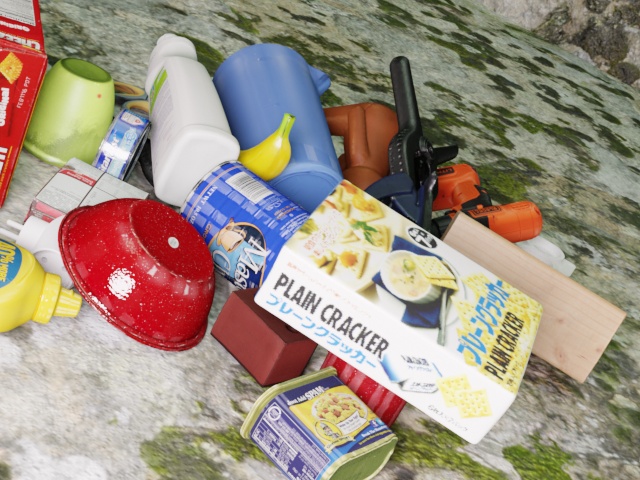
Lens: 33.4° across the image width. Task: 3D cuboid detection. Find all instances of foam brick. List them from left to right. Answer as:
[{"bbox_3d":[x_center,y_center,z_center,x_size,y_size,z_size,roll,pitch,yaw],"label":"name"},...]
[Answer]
[{"bbox_3d":[-0.048,0.084,0.947,0.078,0.051,0.052,41,28,29],"label":"foam brick"}]

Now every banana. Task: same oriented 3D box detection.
[{"bbox_3d":[-0.086,-0.092,1.129,0.037,0.069,0.198,17,-10,-38],"label":"banana"}]

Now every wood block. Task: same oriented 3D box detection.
[{"bbox_3d":[0.217,0.058,1.172,0.206,0.090,0.090,31,5,4],"label":"wood block"}]

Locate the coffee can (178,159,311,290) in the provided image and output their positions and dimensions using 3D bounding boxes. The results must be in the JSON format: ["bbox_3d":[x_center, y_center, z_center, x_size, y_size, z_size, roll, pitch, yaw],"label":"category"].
[{"bbox_3d":[-0.057,0.001,1.039,0.140,0.103,0.102,36,26,20],"label":"coffee can"}]

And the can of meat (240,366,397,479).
[{"bbox_3d":[0.002,0.155,0.851,0.084,0.057,0.101,42,29,26],"label":"can of meat"}]

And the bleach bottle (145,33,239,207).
[{"bbox_3d":[-0.148,-0.150,1.149,0.068,0.103,0.251,16,37,-27],"label":"bleach bottle"}]

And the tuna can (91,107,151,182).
[{"bbox_3d":[-0.206,-0.091,1.096,0.033,0.086,0.086,25,25,-6],"label":"tuna can"}]

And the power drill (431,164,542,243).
[{"bbox_3d":[0.157,-0.032,1.316,0.184,0.057,0.188,-10,24,-9],"label":"power drill"}]

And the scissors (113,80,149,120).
[{"bbox_3d":[-0.192,-0.170,1.348,0.201,0.016,0.096,3,35,-42],"label":"scissors"}]

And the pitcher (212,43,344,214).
[{"bbox_3d":[-0.058,-0.110,1.236,0.144,0.149,0.243,23,30,-30],"label":"pitcher"}]

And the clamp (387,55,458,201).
[{"bbox_3d":[0.123,-0.103,1.299,0.164,0.036,0.210,48,36,-37],"label":"clamp"}]

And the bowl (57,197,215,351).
[{"bbox_3d":[-0.145,0.016,0.925,0.162,0.055,0.162,38,25,-22],"label":"bowl"}]

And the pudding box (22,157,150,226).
[{"bbox_3d":[-0.220,-0.029,1.017,0.090,0.039,0.113,27,27,-5],"label":"pudding box"}]

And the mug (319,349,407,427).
[{"bbox_3d":[0.039,0.108,0.948,0.093,0.082,0.117,4,33,-40],"label":"mug"}]

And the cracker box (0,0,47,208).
[{"bbox_3d":[-0.316,-0.154,1.018,0.072,0.164,0.214,12,28,-25],"label":"cracker box"}]

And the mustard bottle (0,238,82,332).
[{"bbox_3d":[-0.280,0.026,0.826,0.191,0.058,0.096,18,26,-19],"label":"mustard bottle"}]
